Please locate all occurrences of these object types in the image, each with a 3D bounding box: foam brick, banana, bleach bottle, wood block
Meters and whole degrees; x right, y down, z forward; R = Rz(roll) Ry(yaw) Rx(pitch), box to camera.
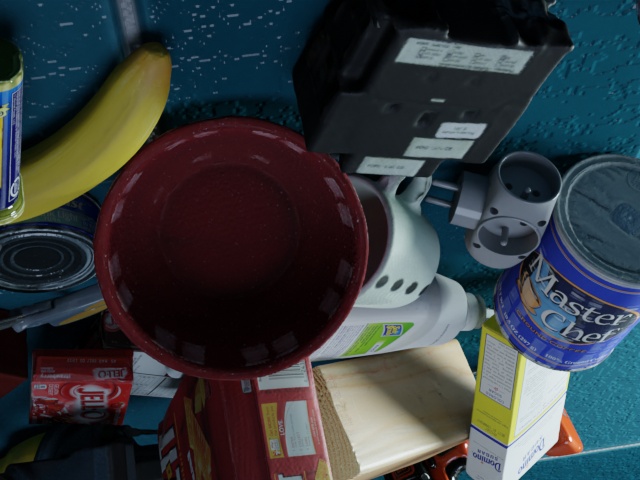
[{"bbox_3d":[-0.258,0.088,0.791,0.051,0.053,0.078,18,141,-40],"label":"foam brick"},{"bbox_3d":[-0.153,-0.048,0.598,0.198,0.037,0.069,-22,149,19],"label":"banana"},{"bbox_3d":[0.011,0.059,0.817,0.250,0.068,0.103,2,152,-25],"label":"bleach bottle"},{"bbox_3d":[0.046,0.150,0.898,0.091,0.090,0.205,-33,162,33],"label":"wood block"}]

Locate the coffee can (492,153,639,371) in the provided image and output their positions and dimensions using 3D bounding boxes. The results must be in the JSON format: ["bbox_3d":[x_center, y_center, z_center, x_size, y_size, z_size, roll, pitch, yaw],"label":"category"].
[{"bbox_3d":[0.192,0.019,0.761,0.102,0.103,0.140,-3,150,-12],"label":"coffee can"}]

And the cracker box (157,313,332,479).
[{"bbox_3d":[-0.057,0.167,0.742,0.072,0.164,0.214,-2,154,-20],"label":"cracker box"}]

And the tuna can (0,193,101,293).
[{"bbox_3d":[-0.180,0.000,0.678,0.086,0.034,0.086,-8,151,-5],"label":"tuna can"}]

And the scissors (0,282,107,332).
[{"bbox_3d":[-0.196,0.054,0.712,0.201,0.016,0.096,-19,174,-36],"label":"scissors"}]

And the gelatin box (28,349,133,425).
[{"bbox_3d":[-0.181,0.112,0.805,0.073,0.030,0.089,3,149,-16],"label":"gelatin box"}]

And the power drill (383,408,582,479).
[{"bbox_3d":[0.149,0.207,1.018,0.188,0.184,0.057,-30,151,14],"label":"power drill"}]

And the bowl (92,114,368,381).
[{"bbox_3d":[-0.054,0.001,0.649,0.162,0.162,0.055,-2,-165,-6],"label":"bowl"}]

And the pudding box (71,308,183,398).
[{"bbox_3d":[-0.136,0.092,0.852,0.113,0.039,0.090,10,147,-27],"label":"pudding box"}]

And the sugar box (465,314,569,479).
[{"bbox_3d":[0.168,0.122,0.892,0.093,0.048,0.176,-32,140,-36],"label":"sugar box"}]
